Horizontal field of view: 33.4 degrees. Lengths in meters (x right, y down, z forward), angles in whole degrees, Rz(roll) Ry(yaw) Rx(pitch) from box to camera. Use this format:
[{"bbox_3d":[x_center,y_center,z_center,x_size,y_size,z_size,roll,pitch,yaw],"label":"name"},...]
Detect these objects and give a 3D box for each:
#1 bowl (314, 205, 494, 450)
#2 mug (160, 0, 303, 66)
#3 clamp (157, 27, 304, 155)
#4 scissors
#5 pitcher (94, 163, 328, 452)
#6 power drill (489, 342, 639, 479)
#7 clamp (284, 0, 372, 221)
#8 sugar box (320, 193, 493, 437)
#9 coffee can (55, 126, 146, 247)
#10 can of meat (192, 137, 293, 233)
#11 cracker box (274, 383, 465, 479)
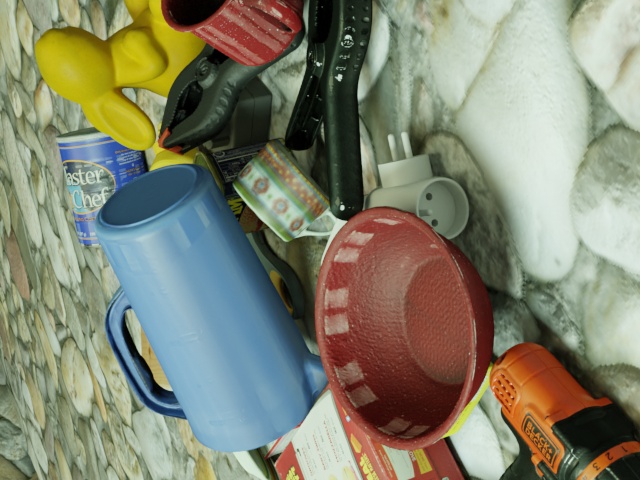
[{"bbox_3d":[0.065,0.056,0.717,0.162,0.055,0.162,8,100,53],"label":"bowl"},{"bbox_3d":[-0.059,-0.189,0.851,0.117,0.081,0.093,23,87,43],"label":"mug"},{"bbox_3d":[-0.091,-0.155,0.946,0.172,0.039,0.120,-45,44,19],"label":"clamp"},{"bbox_3d":[-0.057,0.001,1.061,0.096,0.016,0.202,-13,92,63],"label":"scissors"},{"bbox_3d":[-0.108,0.060,0.938,0.145,0.149,0.243,24,144,52],"label":"pitcher"},{"bbox_3d":[0.159,0.184,0.681,0.185,0.057,0.188,55,145,43],"label":"power drill"},{"bbox_3d":[0.007,-0.136,0.816,0.165,0.036,0.210,-134,45,-65],"label":"clamp"},{"bbox_3d":[0.061,0.057,0.818,0.176,0.048,0.093,58,148,29],"label":"sugar box"},{"bbox_3d":[-0.268,-0.072,1.347,0.103,0.102,0.140,14,117,61],"label":"coffee can"},{"bbox_3d":[-0.074,-0.045,0.991,0.057,0.083,0.102,62,152,24],"label":"can of meat"},{"bbox_3d":[0.045,0.216,0.910,0.164,0.072,0.214,63,153,23],"label":"cracker box"}]
